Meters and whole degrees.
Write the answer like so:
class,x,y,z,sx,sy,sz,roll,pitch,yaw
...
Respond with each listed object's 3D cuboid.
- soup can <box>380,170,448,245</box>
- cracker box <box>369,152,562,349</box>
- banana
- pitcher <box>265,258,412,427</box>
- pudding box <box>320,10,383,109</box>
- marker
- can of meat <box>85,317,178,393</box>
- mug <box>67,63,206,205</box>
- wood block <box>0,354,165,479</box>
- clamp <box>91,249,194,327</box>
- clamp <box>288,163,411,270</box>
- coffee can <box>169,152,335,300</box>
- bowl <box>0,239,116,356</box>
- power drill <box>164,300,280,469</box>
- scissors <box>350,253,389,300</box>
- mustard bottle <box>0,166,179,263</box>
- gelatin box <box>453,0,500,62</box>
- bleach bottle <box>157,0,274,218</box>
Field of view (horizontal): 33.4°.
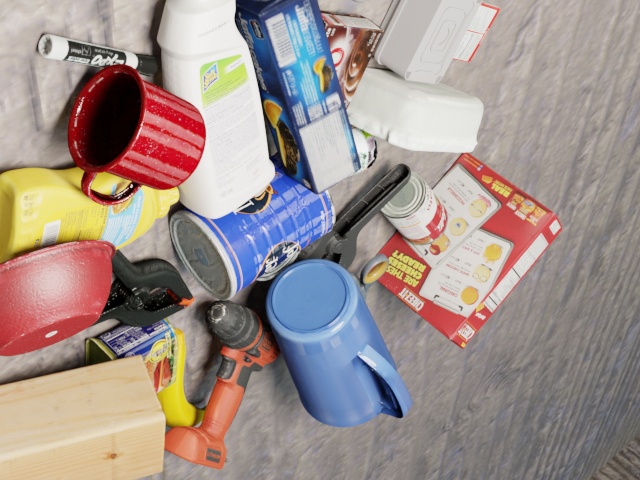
class,x,y,z,sx,sy,sz,roll,pitch,yaw
soup can,0.117,-0.042,1.364,0.068,0.069,0.102,-49,150,-1
cracker box,0.193,0.012,1.432,0.214,0.164,0.072,-51,148,0
banana,-0.170,0.176,1.261,0.069,0.037,0.198,-58,158,-28
pitcher,0.021,0.128,1.293,0.149,0.145,0.243,-11,148,7
pudding box,0.004,-0.176,1.087,0.089,0.039,0.114,-8,130,-48
marker,-0.180,-0.152,0.885,0.120,0.020,0.020,1,123,-54
can of meat,-0.201,0.132,1.144,0.083,0.057,0.102,-28,144,-37
mug,-0.156,-0.080,0.894,0.081,0.093,0.117,21,103,-50
wood block,-0.263,0.192,1.033,0.205,0.090,0.091,-11,135,-22
clamp,-0.202,0.059,1.080,0.120,0.039,0.171,-50,144,13
clamp,0.007,-0.007,1.286,0.164,0.036,0.210,-1,130,-43
coffee can,-0.070,-0.017,1.104,0.140,0.103,0.103,-34,147,-27
bowl,-0.245,0.058,0.928,0.162,0.055,0.162,-23,170,-5
power drill,-0.117,0.168,1.247,0.187,0.057,0.184,-64,157,-10
scissors,0.065,0.061,1.421,0.096,0.016,0.201,-40,162,7
mustard bottle,-0.205,-0.028,0.954,0.191,0.058,0.096,-14,136,-45
gelatin box,0.158,-0.247,1.226,0.089,0.030,0.073,-2,127,-52
bleach bottle,-0.096,-0.141,0.971,0.102,0.068,0.251,-41,147,-33
